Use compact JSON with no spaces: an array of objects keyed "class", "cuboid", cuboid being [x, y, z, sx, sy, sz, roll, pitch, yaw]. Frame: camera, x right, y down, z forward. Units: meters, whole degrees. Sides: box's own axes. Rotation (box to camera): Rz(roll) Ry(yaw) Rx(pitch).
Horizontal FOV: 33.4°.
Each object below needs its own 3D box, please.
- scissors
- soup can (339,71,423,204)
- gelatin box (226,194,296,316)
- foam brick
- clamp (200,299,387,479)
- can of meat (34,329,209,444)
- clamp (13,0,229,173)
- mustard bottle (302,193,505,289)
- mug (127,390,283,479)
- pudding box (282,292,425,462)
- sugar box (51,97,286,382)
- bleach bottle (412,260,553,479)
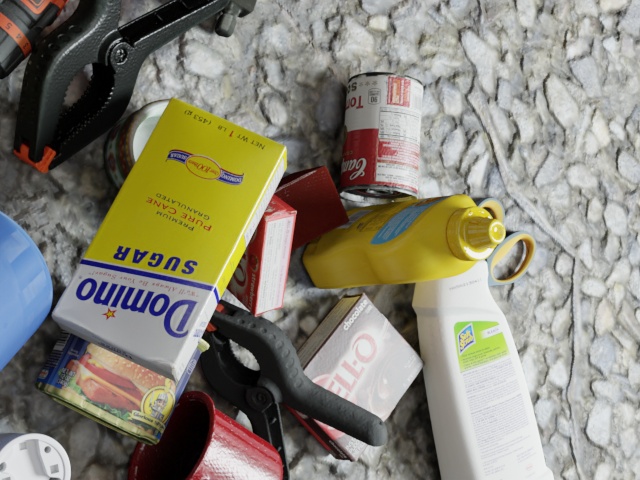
[{"class":"scissors","cuboid":[0.128,0.031,0.991,0.201,0.016,0.096,-31,101,-32]},{"class":"soup can","cuboid":[0.053,-0.087,0.919,0.068,0.069,0.102,10,80,-33]},{"class":"gelatin box","cuboid":[-0.055,0.001,0.813,0.030,0.073,0.089,-15,128,-34]},{"class":"foam brick","cuboid":[-0.028,-0.022,0.868,0.078,0.051,0.053,-27,100,-33]},{"class":"clamp","cuboid":[-0.029,0.114,0.824,0.171,0.120,0.039,59,23,-14]},{"class":"can of meat","cuboid":[-0.145,0.091,0.776,0.102,0.058,0.084,33,71,-27]},{"class":"clamp","cuboid":[-0.149,-0.142,0.777,0.210,0.036,0.164,-61,150,3]},{"class":"mustard bottle","cuboid":[0.074,0.000,0.849,0.096,0.192,0.058,-33,104,-32]},{"class":"mug","cuboid":[-0.078,0.175,0.782,0.081,0.117,0.093,39,90,-31]},{"class":"pudding box","cuboid":[0.024,0.114,0.898,0.090,0.039,0.113,49,62,-20]},{"class":"sugar box","cuboid":[-0.101,-0.002,0.735,0.093,0.048,0.176,23,71,6]},{"class":"bleach bottle","cuboid":[0.138,0.110,0.950,0.102,0.068,0.251,-15,98,-34]}]
